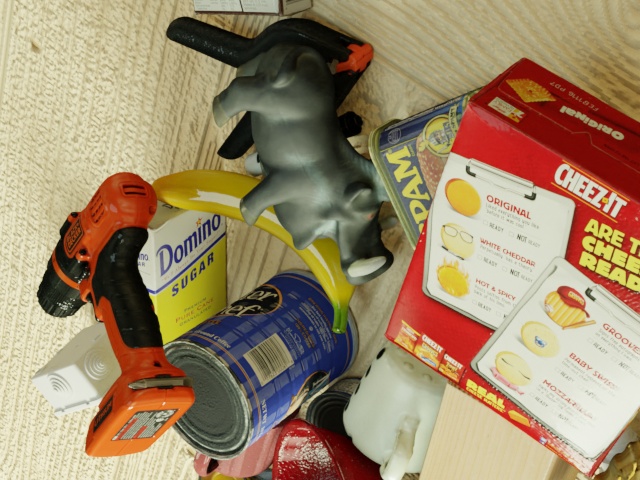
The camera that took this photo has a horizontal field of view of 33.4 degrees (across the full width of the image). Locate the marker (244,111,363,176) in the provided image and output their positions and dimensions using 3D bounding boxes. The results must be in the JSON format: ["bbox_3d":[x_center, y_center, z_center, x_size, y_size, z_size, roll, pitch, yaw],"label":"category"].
[{"bbox_3d":[-0.013,-0.074,0.827,0.121,0.020,0.020,-18,99,43],"label":"marker"}]

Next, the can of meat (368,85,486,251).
[{"bbox_3d":[0.094,-0.046,0.727,0.084,0.057,0.102,-19,99,41],"label":"can of meat"}]

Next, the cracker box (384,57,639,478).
[{"bbox_3d":[0.142,0.022,0.635,0.164,0.072,0.214,34,140,17],"label":"cracker box"}]

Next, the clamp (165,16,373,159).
[{"bbox_3d":[-0.035,-0.116,0.812,0.172,0.039,0.120,6,129,35],"label":"clamp"}]

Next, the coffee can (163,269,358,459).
[{"bbox_3d":[-0.050,0.097,0.860,0.103,0.140,0.103,19,123,32],"label":"coffee can"}]

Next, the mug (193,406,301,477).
[{"bbox_3d":[-0.073,0.161,0.932,0.093,0.117,0.082,27,132,12],"label":"mug"}]

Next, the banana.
[{"bbox_3d":[-0.041,-0.011,0.848,0.198,0.069,0.037,36,164,11],"label":"banana"}]

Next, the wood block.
[{"bbox_3d":[0.129,0.183,0.790,0.091,0.090,0.206,29,128,26],"label":"wood block"}]

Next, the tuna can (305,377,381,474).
[{"bbox_3d":[0.031,0.159,0.898,0.086,0.033,0.086,19,122,32],"label":"tuna can"}]

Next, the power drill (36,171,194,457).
[{"bbox_3d":[-0.165,0.067,0.824,0.185,0.057,0.188,-47,53,45],"label":"power drill"}]

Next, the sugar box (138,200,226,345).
[{"bbox_3d":[-0.125,0.044,0.928,0.048,0.093,0.176,23,125,29],"label":"sugar box"}]

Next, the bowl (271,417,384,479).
[{"bbox_3d":[0.016,0.218,0.851,0.162,0.055,0.162,175,90,-66],"label":"bowl"}]
